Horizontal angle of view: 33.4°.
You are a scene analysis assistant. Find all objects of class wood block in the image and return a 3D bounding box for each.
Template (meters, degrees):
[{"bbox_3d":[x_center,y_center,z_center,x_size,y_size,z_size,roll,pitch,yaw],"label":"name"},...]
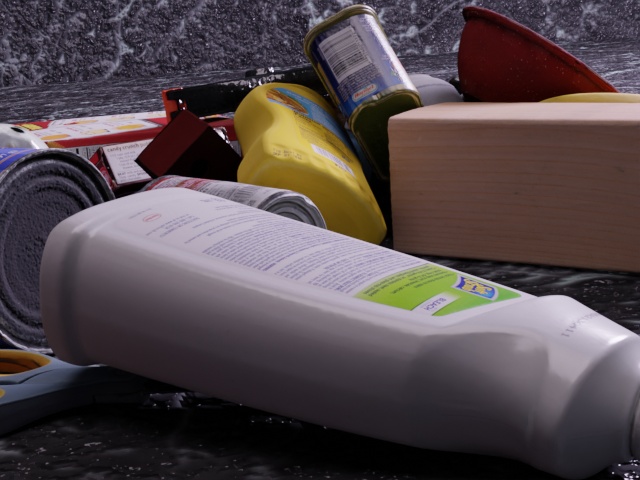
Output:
[{"bbox_3d":[0.154,-0.037,0.660,0.206,0.091,0.090,4,15,32],"label":"wood block"}]

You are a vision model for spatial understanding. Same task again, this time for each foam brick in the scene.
[{"bbox_3d":[-0.079,-0.043,0.736,0.053,0.078,0.051,-48,36,-5],"label":"foam brick"}]

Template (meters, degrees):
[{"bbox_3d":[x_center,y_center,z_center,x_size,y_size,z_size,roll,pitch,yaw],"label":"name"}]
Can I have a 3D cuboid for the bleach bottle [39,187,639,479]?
[{"bbox_3d":[0.016,0.038,0.405,0.251,0.068,0.102,15,23,32],"label":"bleach bottle"}]

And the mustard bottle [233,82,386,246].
[{"bbox_3d":[-0.014,-0.059,0.721,0.096,0.058,0.191,30,21,-21],"label":"mustard bottle"}]

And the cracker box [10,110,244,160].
[{"bbox_3d":[-0.186,-0.068,0.934,0.213,0.072,0.164,-8,14,-16],"label":"cracker box"}]

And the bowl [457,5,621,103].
[{"bbox_3d":[0.159,-0.108,0.801,0.162,0.055,0.162,34,4,-3],"label":"bowl"}]

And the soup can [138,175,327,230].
[{"bbox_3d":[-0.054,0.001,0.601,0.102,0.068,0.068,9,18,43],"label":"soup can"}]

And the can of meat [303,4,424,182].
[{"bbox_3d":[0.038,-0.101,0.756,0.057,0.084,0.102,-28,-33,5],"label":"can of meat"}]

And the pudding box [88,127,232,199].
[{"bbox_3d":[-0.130,-0.043,0.799,0.113,0.039,0.090,-17,-12,-40],"label":"pudding box"}]

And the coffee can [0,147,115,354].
[{"bbox_3d":[-0.190,0.001,0.559,0.141,0.103,0.102,4,15,30],"label":"coffee can"}]

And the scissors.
[{"bbox_3d":[-0.096,0.067,0.444,0.202,0.016,0.096,1,15,19],"label":"scissors"}]

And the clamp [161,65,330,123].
[{"bbox_3d":[-0.041,-0.124,0.881,0.171,0.039,0.120,-7,1,4],"label":"clamp"}]
